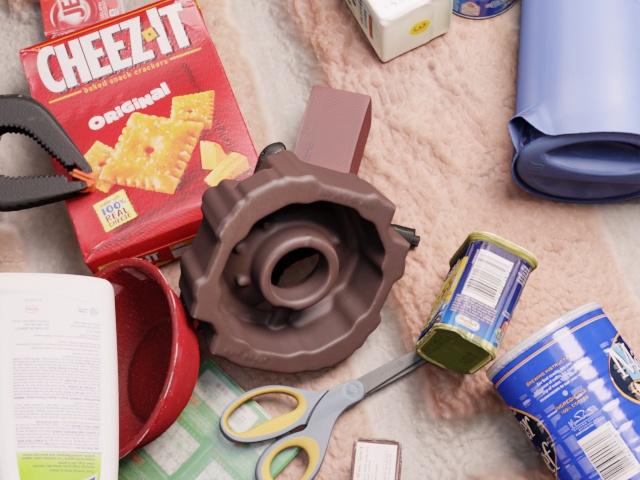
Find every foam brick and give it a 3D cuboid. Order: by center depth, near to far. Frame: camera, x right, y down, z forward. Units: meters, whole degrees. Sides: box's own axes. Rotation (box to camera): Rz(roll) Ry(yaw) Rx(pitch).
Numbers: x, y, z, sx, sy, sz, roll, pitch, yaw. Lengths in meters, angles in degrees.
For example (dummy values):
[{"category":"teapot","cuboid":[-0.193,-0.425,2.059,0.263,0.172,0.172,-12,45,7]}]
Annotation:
[{"category":"foam brick","cuboid":[0.010,-0.084,0.912,0.053,0.051,0.078,14,72,9]}]

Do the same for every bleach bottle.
[{"category":"bleach bottle","cuboid":[-0.193,0.149,0.745,0.102,0.068,0.251,3,63,-16]}]

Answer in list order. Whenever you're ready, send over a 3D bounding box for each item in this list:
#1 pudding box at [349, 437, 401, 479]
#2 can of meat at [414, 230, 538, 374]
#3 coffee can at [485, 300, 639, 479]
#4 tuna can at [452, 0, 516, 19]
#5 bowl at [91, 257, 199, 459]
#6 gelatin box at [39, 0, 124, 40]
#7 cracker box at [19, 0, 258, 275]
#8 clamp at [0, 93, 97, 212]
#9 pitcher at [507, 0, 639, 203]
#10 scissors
[{"category":"pudding box","cuboid":[0.039,0.208,0.786,0.039,0.090,0.113,3,70,5]},{"category":"can of meat","cuboid":[0.118,0.051,0.827,0.057,0.102,0.084,26,71,2]},{"category":"coffee can","cuboid":[0.205,0.131,0.797,0.102,0.103,0.140,-30,72,-7]},{"category":"tuna can","cuboid":[0.144,-0.247,0.971,0.086,0.034,0.086,-1,70,3]},{"category":"bowl","cuboid":[-0.144,0.098,0.831,0.162,0.055,0.162,-19,62,39]},{"category":"gelatin box","cuboid":[-0.222,-0.228,0.987,0.073,0.030,0.089,-12,70,-1]},{"category":"cracker box","cuboid":[-0.147,-0.090,0.912,0.164,0.072,0.214,-20,70,-5]},{"category":"clamp","cuboid":[-0.281,-0.071,0.837,0.210,0.036,0.164,26,81,-3]},{"category":"pitcher","cuboid":[0.235,-0.158,0.893,0.145,0.149,0.243,-3,67,17]},{"category":"scissors","cuboid":[0.022,0.140,0.842,0.201,0.016,0.096,-11,68,-8]}]
